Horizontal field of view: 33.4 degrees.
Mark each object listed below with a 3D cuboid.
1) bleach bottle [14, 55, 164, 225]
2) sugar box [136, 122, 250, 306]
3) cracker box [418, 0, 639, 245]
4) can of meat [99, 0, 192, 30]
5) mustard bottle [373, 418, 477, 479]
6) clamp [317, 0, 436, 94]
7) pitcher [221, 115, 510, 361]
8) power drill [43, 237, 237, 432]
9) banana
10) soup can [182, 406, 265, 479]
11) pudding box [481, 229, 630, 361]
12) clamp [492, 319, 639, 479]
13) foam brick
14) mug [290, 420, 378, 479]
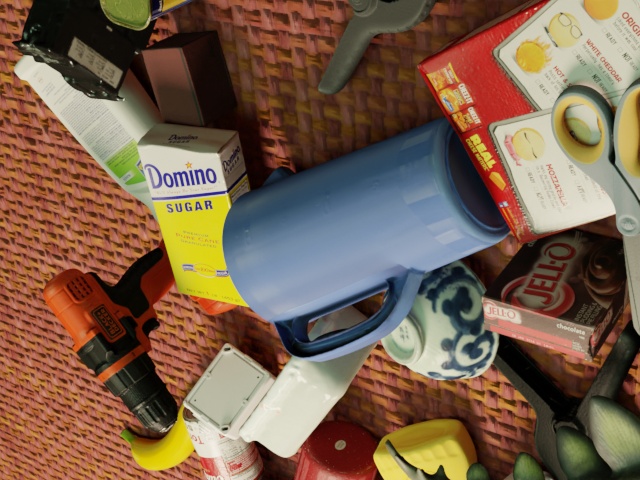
[{"bbox_3d":[-0.197,-0.102,1.079,0.103,0.068,0.251,-29,99,46],"label":"bleach bottle"},{"bbox_3d":[-0.108,-0.023,1.011,0.093,0.048,0.176,8,131,27],"label":"sugar box"},{"bbox_3d":[0.200,-0.105,0.758,0.214,0.072,0.164,-22,104,43],"label":"cracker box"},{"bbox_3d":[-0.146,-0.246,0.929,0.058,0.083,0.102,21,128,27],"label":"can of meat"},{"bbox_3d":[0.134,0.273,1.060,0.096,0.058,0.191,-20,105,28],"label":"mustard bottle"},{"bbox_3d":[0.029,-0.203,0.853,0.172,0.039,0.120,-31,100,39],"label":"clamp"},{"bbox_3d":[0.042,-0.006,0.902,0.243,0.144,0.149,-22,108,41],"label":"pitcher"},{"bbox_3d":[-0.162,0.079,1.078,0.057,0.187,0.184,-35,92,44],"label":"power drill"},{"bbox_3d":[-0.187,0.243,1.309,0.069,0.037,0.198,53,135,-4],"label":"banana"},{"bbox_3d":[-0.110,0.229,1.218,0.069,0.068,0.102,-1,116,38],"label":"soup can"},{"bbox_3d":[0.189,0.037,0.827,0.090,0.113,0.039,16,129,30],"label":"pudding box"},{"bbox_3d":[0.227,0.151,0.922,0.165,0.036,0.210,-9,110,48],"label":"clamp"},{"bbox_3d":[-0.121,-0.150,0.994,0.051,0.052,0.078,3,118,37],"label":"foam brick"},{"bbox_3d":[0.028,0.245,1.116,0.117,0.093,0.081,10,123,-4],"label":"mug"}]
